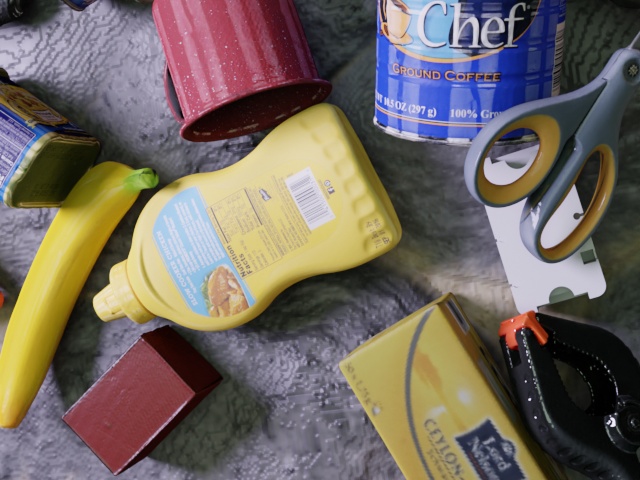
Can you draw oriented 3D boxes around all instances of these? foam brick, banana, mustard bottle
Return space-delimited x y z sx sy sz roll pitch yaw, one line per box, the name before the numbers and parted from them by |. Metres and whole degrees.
foam brick | -0.111 0.098 0.665 0.078 0.053 0.051 -45 83 10
banana | -0.162 0.024 0.670 0.037 0.070 0.198 24 107 -22
mustard bottle | -0.054 0.001 0.646 0.192 0.058 0.096 -27 91 12

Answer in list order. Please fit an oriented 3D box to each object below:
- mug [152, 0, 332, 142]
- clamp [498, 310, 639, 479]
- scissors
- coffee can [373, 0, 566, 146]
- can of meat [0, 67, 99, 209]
mug | -0.057 -0.109 0.635 0.117 0.093 0.081 -26 80 48
clamp | 0.158 0.112 0.573 0.171 0.039 0.120 37 55 -5
scissors | 0.138 -0.086 0.540 0.096 0.016 0.202 15 102 -24
coffee can | 0.081 -0.131 0.570 0.103 0.102 0.140 5 110 12
can of meat | -0.192 -0.063 0.653 0.084 0.102 0.057 34 98 7
